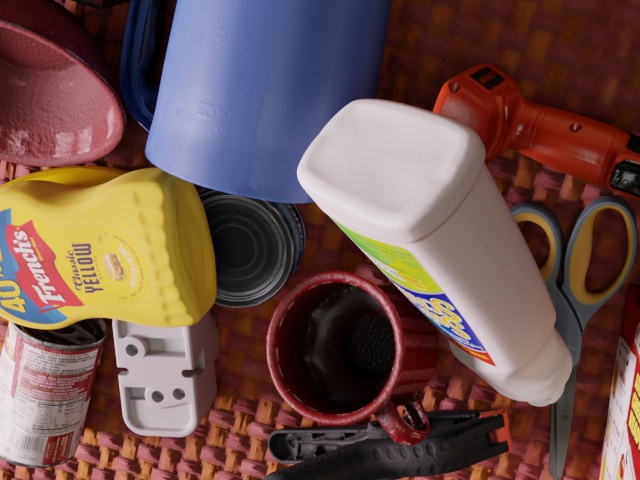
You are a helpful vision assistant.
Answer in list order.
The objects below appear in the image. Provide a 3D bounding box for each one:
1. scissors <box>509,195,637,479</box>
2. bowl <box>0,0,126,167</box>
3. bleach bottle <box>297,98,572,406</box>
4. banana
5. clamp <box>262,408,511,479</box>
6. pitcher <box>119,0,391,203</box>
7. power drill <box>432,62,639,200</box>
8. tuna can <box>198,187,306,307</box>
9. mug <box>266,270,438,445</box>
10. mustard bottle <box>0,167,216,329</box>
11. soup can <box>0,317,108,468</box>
[{"bbox_3d":[0.144,0.060,0.699,0.096,0.016,0.202,19,110,7],"label":"scissors"},{"bbox_3d":[-0.195,-0.111,0.668,0.162,0.055,0.162,8,153,4],"label":"bowl"},{"bbox_3d":[0.088,0.028,0.600,0.068,0.103,0.250,-51,133,-11],"label":"bleach bottle"},{"bbox_3d":[-0.182,-0.015,0.724,0.198,0.037,0.069,-21,111,28],"label":"banana"},{"bbox_3d":[0.038,0.140,0.695,0.171,0.120,0.039,-11,101,10],"label":"clamp"},{"bbox_3d":[-0.027,-0.152,0.614,0.149,0.145,0.243,6,106,-16],"label":"pitcher"},{"bbox_3d":[0.154,-0.038,0.588,0.188,0.184,0.057,22,110,14],"label":"power drill"},{"bbox_3d":[-0.055,0.001,0.711,0.086,0.033,0.086,3,108,10],"label":"tuna can"},{"bbox_3d":[0.032,0.077,0.674,0.093,0.081,0.117,-43,68,17],"label":"mug"},{"bbox_3d":[-0.165,0.009,0.673,0.192,0.058,0.096,-3,114,20],"label":"mustard bottle"},{"bbox_3d":[-0.194,0.100,0.753,0.068,0.068,0.102,19,110,5],"label":"soup can"}]
